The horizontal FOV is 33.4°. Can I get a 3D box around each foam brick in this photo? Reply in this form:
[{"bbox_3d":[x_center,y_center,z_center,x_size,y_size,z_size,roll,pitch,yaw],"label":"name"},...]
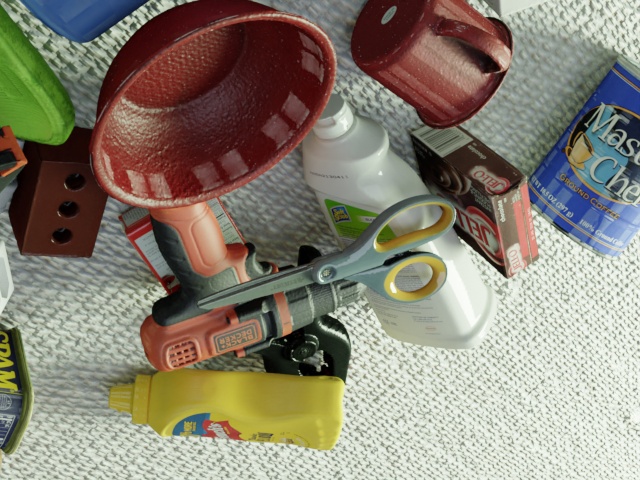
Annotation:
[{"bbox_3d":[-0.179,-0.034,0.736,0.052,0.051,0.078,3,123,-29],"label":"foam brick"}]

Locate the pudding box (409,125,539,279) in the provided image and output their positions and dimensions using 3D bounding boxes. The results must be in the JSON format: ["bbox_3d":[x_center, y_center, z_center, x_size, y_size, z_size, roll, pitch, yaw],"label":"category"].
[{"bbox_3d":[0.122,-0.035,0.845,0.039,0.114,0.090,-29,132,-11],"label":"pudding box"}]

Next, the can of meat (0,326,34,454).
[{"bbox_3d":[-0.260,0.101,0.767,0.083,0.102,0.057,14,117,-32],"label":"can of meat"}]

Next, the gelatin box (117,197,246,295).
[{"bbox_3d":[-0.101,-0.001,0.816,0.073,0.030,0.089,-31,132,-3],"label":"gelatin box"}]

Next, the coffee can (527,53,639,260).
[{"bbox_3d":[0.250,-0.069,0.891,0.102,0.103,0.140,19,114,-36],"label":"coffee can"}]

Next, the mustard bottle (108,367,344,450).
[{"bbox_3d":[-0.080,0.138,0.891,0.191,0.058,0.096,6,158,-5],"label":"mustard bottle"}]

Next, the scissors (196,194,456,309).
[{"bbox_3d":[0.015,0.033,0.791,0.201,0.016,0.096,-28,124,-7],"label":"scissors"}]

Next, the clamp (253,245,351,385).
[{"bbox_3d":[-0.016,0.075,0.912,0.120,0.039,0.171,-36,137,12],"label":"clamp"}]

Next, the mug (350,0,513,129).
[{"bbox_3d":[0.082,-0.136,0.750,0.081,0.117,0.093,29,85,-34],"label":"mug"}]

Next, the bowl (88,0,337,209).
[{"bbox_3d":[-0.072,-0.092,0.642,0.162,0.055,0.162,-25,153,-14],"label":"bowl"}]

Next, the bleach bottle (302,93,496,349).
[{"bbox_3d":[0.057,-0.014,0.842,0.068,0.103,0.250,-63,141,-32],"label":"bleach bottle"}]

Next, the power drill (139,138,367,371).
[{"bbox_3d":[-0.055,0.001,0.780,0.184,0.057,0.187,-20,128,-15],"label":"power drill"}]
